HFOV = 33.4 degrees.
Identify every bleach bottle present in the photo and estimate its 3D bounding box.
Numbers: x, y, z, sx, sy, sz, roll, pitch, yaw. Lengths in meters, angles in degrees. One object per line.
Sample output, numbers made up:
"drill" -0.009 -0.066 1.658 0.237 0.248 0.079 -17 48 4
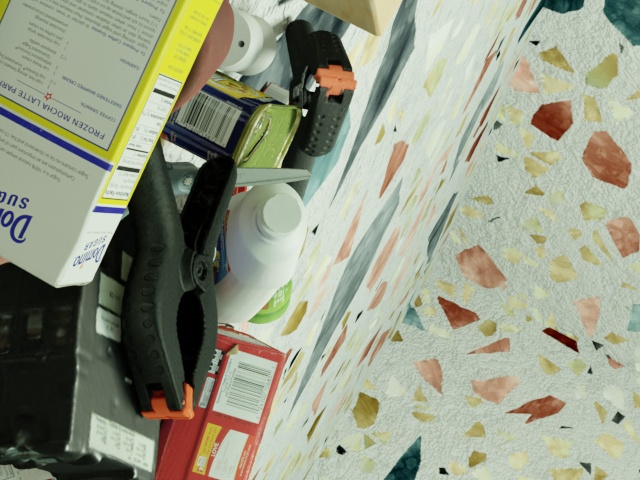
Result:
"bleach bottle" -0.056 0.001 0.844 0.251 0.068 0.102 138 -42 -71

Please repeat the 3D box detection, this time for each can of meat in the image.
"can of meat" -0.071 -0.086 0.749 0.057 0.084 0.102 -65 169 12

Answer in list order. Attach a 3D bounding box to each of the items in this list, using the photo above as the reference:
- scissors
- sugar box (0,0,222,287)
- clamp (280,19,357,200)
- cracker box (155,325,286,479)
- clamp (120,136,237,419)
"scissors" -0.092 -0.054 0.657 0.201 0.016 0.096 -18 128 -26
"sugar box" -0.121 -0.076 0.521 0.176 0.093 0.048 -64 168 9
"clamp" -0.008 -0.100 0.841 0.210 0.036 0.164 -151 -116 -78
"cracker box" -0.095 0.150 0.838 0.214 0.072 0.164 169 -62 -80
"clamp" -0.086 0.009 0.589 0.120 0.039 0.171 37 49 -55
